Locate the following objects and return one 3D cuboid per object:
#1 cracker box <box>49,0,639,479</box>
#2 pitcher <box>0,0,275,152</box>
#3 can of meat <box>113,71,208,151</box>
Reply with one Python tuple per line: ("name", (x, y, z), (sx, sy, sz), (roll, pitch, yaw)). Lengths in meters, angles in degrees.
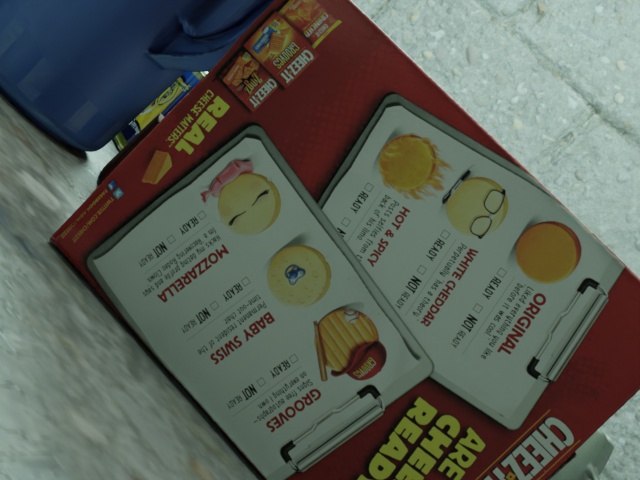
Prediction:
("cracker box", (0.018, 0.019, 0.455), (0.214, 0.164, 0.072), (46, 7, 11))
("pitcher", (-0.089, -0.165, 0.642), (0.145, 0.243, 0.149), (44, 5, -13))
("can of meat", (-0.114, -0.096, 0.824), (0.057, 0.084, 0.102), (42, 5, -32))
